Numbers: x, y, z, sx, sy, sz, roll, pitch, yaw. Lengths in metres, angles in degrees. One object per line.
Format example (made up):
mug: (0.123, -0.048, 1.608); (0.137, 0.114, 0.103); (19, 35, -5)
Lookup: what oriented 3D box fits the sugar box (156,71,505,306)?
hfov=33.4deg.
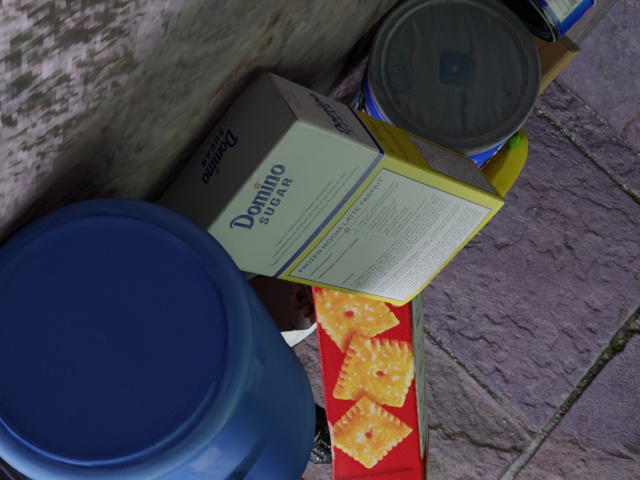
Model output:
sugar box: (0.010, -0.020, 0.561); (0.175, 0.048, 0.093); (18, 121, -45)

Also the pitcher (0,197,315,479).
pitcher: (-0.066, 0.076, 0.484); (0.243, 0.149, 0.145); (83, 20, -74)

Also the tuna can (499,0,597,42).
tuna can: (0.119, -0.156, 0.625); (0.034, 0.086, 0.086); (-46, 175, 6)

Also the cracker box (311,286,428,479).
cracker box: (0.039, 0.085, 0.771); (0.164, 0.072, 0.214); (-72, 159, -70)

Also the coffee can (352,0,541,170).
coffee can: (0.074, -0.087, 0.690); (0.102, 0.103, 0.140); (-46, 175, -11)
